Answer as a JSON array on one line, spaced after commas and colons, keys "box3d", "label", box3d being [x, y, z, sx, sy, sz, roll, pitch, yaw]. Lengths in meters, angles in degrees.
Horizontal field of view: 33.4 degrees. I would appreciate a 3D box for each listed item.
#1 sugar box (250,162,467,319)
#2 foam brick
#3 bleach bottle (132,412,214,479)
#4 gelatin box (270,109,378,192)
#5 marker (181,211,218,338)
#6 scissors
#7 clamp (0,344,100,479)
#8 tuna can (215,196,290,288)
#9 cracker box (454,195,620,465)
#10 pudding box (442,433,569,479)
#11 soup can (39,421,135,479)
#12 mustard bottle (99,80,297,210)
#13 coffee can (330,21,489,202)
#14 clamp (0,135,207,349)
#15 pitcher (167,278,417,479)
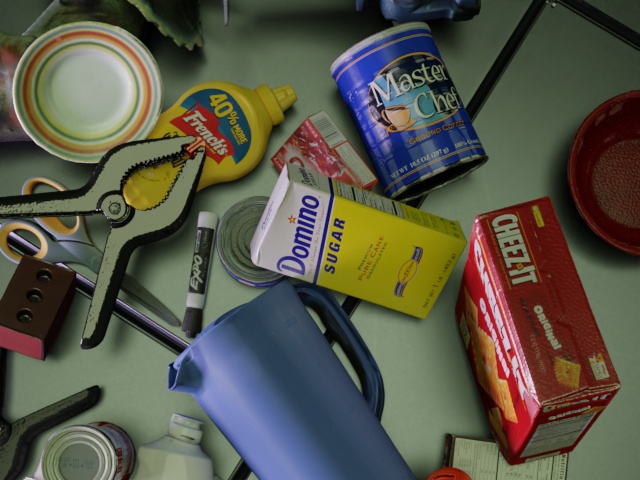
[{"box3d": [0.033, 0.002, 0.969, 0.176, 0.048, 0.093, 17, 116, -16], "label": "sugar box"}, {"box3d": [-0.263, 0.061, 0.982, 0.053, 0.051, 0.078, 19, 58, -3], "label": "foam brick"}, {"box3d": [-0.161, 0.273, 0.930, 0.102, 0.068, 0.251, 17, 83, 3], "label": "bleach bottle"}, {"box3d": [0.003, -0.066, 1.007, 0.030, 0.073, 0.089, -30, 80, -43], "label": "gelatin box"}, {"box3d": [-0.115, 0.033, 1.018, 0.020, 0.020, 0.121, 8, 81, 0], "label": "marker"}, {"box3d": [-0.231, 0.029, 1.019, 0.096, 0.016, 0.202, -37, 84, -4], "label": "scissors"}, {"box3d": [-0.302, 0.164, 0.987, 0.120, 0.039, 0.171, 40, 77, 13], "label": "clamp"}, {"box3d": [-0.057, 0.001, 1.016, 0.086, 0.034, 0.086, 0, 81, -1], "label": "tuna can"}, {"box3d": [0.172, 0.085, 0.900, 0.072, 0.214, 0.164, -14, 66, -3], "label": "cracker box"}, {"box3d": [0.168, 0.230, 0.983, 0.113, 0.039, 0.090, 9, 80, -2], "label": "pudding box"}, {"box3d": [-0.205, 0.196, 0.950, 0.068, 0.102, 0.068, 0, 81, -1], "label": "soup can"}, {"box3d": [-0.109, -0.097, 1.019, 0.191, 0.058, 0.096, -29, 84, -5], "label": "mustard bottle"}, {"box3d": [0.083, -0.118, 1.002, 0.102, 0.103, 0.140, -23, 83, -4], "label": "coffee can"}, {"box3d": [-0.181, -0.015, 0.960, 0.210, 0.036, 0.164, -33, 88, -7], "label": "clamp"}, {"box3d": [-0.009, 0.159, 0.954, 0.149, 0.145, 0.243, -36, 87, 6], "label": "pitcher"}]
